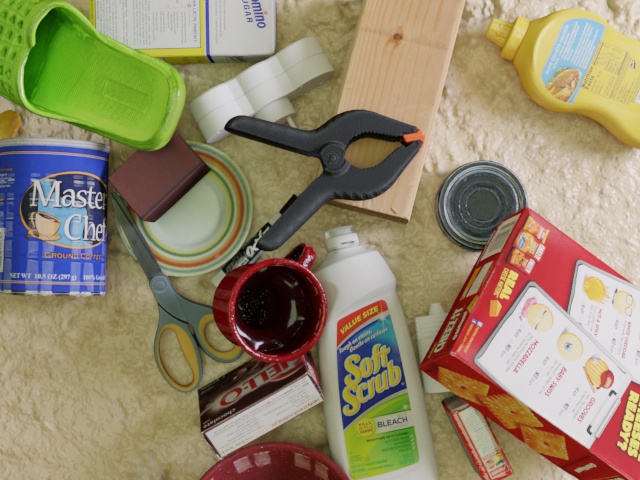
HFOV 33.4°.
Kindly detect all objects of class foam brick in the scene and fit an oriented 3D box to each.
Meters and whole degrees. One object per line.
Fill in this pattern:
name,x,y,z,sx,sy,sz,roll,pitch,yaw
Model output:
foam brick,-0.149,-0.061,0.988,0.078,0.053,0.051,-43,86,0

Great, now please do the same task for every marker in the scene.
marker,-0.057,0.001,1.020,0.020,0.020,0.121,44,90,3

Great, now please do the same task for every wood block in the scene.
wood block,0.063,-0.126,0.984,0.091,0.090,0.206,15,89,4

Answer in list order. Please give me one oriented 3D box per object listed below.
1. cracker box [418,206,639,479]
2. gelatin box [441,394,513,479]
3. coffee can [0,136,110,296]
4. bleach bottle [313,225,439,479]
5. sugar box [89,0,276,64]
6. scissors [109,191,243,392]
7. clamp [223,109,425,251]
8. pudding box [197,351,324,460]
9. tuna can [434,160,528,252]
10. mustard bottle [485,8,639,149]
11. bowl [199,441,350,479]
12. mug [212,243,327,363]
cracker box,0.215,0.100,0.935,0.213,0.072,0.164,35,63,-8
gelatin box,0.142,0.177,0.971,0.030,0.089,0.073,-26,88,0
coffee can,-0.248,-0.020,0.988,0.103,0.103,0.140,1,88,2
bleach bottle,0.037,0.113,0.992,0.102,0.068,0.251,-13,85,0
sugar box,-0.130,-0.216,1.018,0.176,0.048,0.093,0,89,0
scissors,-0.131,0.044,1.006,0.096,0.016,0.202,-11,99,-5
clamp,0.002,-0.075,0.921,0.171,0.039,0.120,-24,91,-4
pudding box,-0.056,0.142,0.978,0.113,0.090,0.039,-32,108,2
tuna can,0.151,-0.032,1.005,0.086,0.034,0.086,0,88,2
mustard bottle,0.244,-0.161,0.993,0.191,0.058,0.096,24,90,3
bowl,-0.040,0.262,0.940,0.162,0.055,0.162,-4,53,5
mug,-0.045,0.052,0.978,0.093,0.082,0.117,35,78,-17
